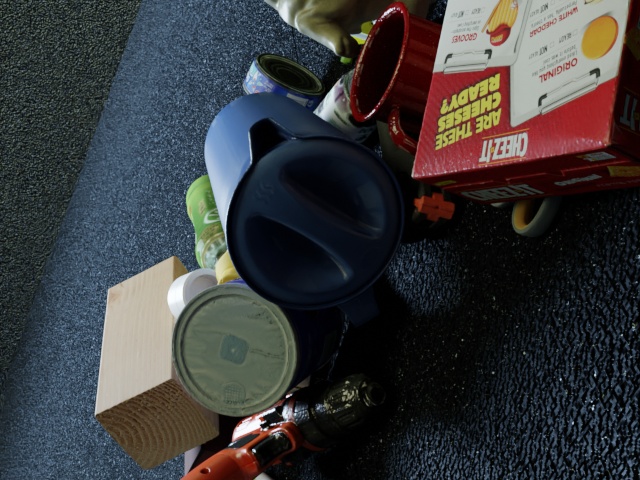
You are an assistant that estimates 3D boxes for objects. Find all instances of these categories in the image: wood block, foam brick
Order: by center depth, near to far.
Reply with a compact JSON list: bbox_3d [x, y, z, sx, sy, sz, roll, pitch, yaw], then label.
[{"bbox_3d":[-0.108,0.206,1.102,0.078,0.051,0.053,-97,29,-49],"label":"foam brick"},{"bbox_3d":[-0.166,0.122,1.107,0.091,0.090,0.206,-27,32,11],"label":"wood block"}]

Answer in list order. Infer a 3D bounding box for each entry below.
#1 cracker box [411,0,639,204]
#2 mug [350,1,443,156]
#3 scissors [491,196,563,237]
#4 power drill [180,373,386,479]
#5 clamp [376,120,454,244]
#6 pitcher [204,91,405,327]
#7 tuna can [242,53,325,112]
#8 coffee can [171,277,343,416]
[{"bbox_3d":[0.145,-0.135,0.619,0.164,0.072,0.213,-6,70,59],"label":"cracker box"},{"bbox_3d":[0.078,-0.112,0.798,0.093,0.081,0.117,131,149,-50],"label":"mug"},{"bbox_3d":[0.150,-0.100,0.689,0.096,0.016,0.202,-178,104,-70],"label":"scissors"},{"bbox_3d":[-0.053,0.172,0.816,0.185,0.187,0.057,-35,85,48],"label":"power drill"},{"bbox_3d":[0.060,-0.034,0.855,0.171,0.039,0.120,-114,33,-66],"label":"clamp"},{"bbox_3d":[-0.023,-0.038,0.875,0.243,0.144,0.149,-124,48,-67],"label":"pitcher"},{"bbox_3d":[-0.039,-0.168,1.159,0.034,0.086,0.086,-61,23,27],"label":"tuna can"},{"bbox_3d":[-0.047,0.077,0.873,0.140,0.103,0.103,-19,-49,-73],"label":"coffee can"}]
